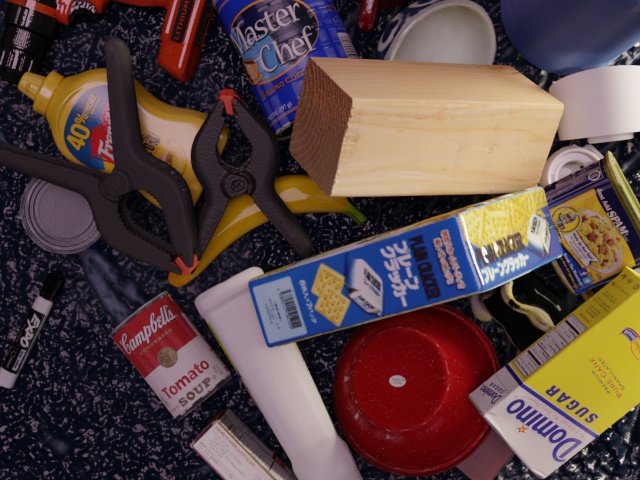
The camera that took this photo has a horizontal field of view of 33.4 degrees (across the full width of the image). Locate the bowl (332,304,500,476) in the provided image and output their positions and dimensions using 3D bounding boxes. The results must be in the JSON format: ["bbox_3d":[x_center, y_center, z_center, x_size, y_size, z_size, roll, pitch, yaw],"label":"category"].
[{"bbox_3d":[0.078,0.128,0.956,0.162,0.055,0.162,-6,72,20],"label":"bowl"}]

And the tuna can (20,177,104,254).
[{"bbox_3d":[-0.239,-0.029,1.017,0.086,0.033,0.086,0,88,3],"label":"tuna can"}]

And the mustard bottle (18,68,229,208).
[{"bbox_3d":[-0.187,-0.104,0.984,0.191,0.058,0.096,27,108,-7],"label":"mustard bottle"}]

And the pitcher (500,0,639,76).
[{"bbox_3d":[0.238,-0.232,0.889,0.149,0.243,0.145,32,87,-3],"label":"pitcher"}]

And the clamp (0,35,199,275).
[{"bbox_3d":[-0.187,-0.051,0.944,0.165,0.036,0.210,-29,98,18],"label":"clamp"}]

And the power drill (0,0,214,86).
[{"bbox_3d":[-0.203,-0.213,1.008,0.187,0.057,0.184,19,96,3],"label":"power drill"}]

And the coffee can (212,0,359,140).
[{"bbox_3d":[-0.024,-0.176,0.974,0.103,0.103,0.140,-24,88,2],"label":"coffee can"}]

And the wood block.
[{"bbox_3d":[0.089,-0.096,0.915,0.205,0.091,0.090,-2,121,-27],"label":"wood block"}]

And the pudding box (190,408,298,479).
[{"bbox_3d":[-0.064,0.208,0.973,0.113,0.090,0.039,43,90,3],"label":"pudding box"}]

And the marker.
[{"bbox_3d":[-0.278,0.084,1.024,0.020,0.020,0.121,27,90,4],"label":"marker"}]

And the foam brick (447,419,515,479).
[{"bbox_3d":[0.152,0.179,0.979,0.051,0.053,0.078,40,90,4],"label":"foam brick"}]

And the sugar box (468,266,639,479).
[{"bbox_3d":[0.223,0.113,0.900,0.176,0.048,0.093,-42,112,3],"label":"sugar box"}]

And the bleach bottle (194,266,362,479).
[{"bbox_3d":[-0.026,0.149,0.965,0.068,0.102,0.251,-28,87,-4],"label":"bleach bottle"}]

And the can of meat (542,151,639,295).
[{"bbox_3d":[0.235,-0.012,0.923,0.084,0.057,0.102,-27,103,21],"label":"can of meat"}]

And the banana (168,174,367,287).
[{"bbox_3d":[-0.059,-0.018,1.004,0.198,0.037,0.069,-19,87,3],"label":"banana"}]

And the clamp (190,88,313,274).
[{"bbox_3d":[-0.063,-0.049,0.958,0.120,0.039,0.171,-1,113,-11],"label":"clamp"}]

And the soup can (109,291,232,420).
[{"bbox_3d":[-0.138,0.107,0.991,0.068,0.068,0.102,-39,88,2],"label":"soup can"}]
